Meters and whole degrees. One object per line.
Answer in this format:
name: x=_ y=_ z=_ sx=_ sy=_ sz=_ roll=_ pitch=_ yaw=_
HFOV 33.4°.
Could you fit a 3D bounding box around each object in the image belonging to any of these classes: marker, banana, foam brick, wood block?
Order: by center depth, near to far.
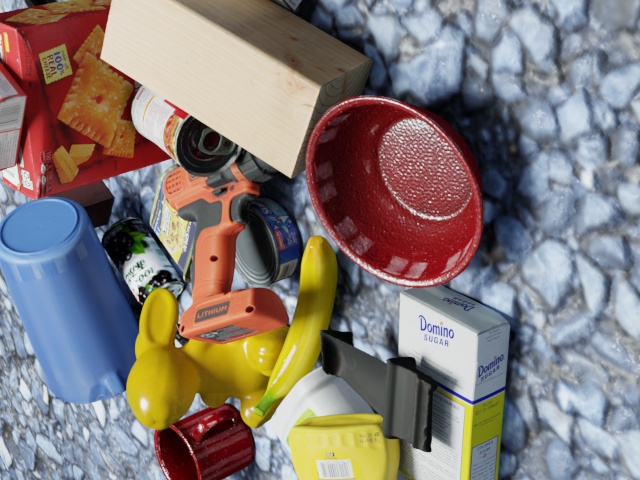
wood block: x=-0.073 y=-0.153 z=0.899 sx=0.206 sy=0.090 sz=0.091 roll=32 pitch=127 yaw=16
banana: x=-0.013 y=0.076 z=1.004 sx=0.037 sy=0.069 sz=0.198 roll=22 pitch=115 yaw=12
marker: x=-0.176 y=0.111 z=1.266 sx=0.121 sy=0.020 sz=0.020 roll=41 pitch=135 yaw=34
foam brick: x=-0.302 y=-0.043 z=1.306 sx=0.053 sy=0.078 sz=0.051 roll=51 pitch=138 yaw=24

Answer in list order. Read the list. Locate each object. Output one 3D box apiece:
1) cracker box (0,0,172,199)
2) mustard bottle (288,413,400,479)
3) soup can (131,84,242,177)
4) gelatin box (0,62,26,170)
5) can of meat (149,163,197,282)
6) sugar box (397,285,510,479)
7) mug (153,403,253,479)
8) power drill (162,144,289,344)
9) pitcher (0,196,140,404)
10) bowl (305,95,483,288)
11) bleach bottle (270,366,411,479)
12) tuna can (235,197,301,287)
cracker box: x=-0.201 y=-0.147 z=1.014 sx=0.072 sy=0.213 sz=0.164 roll=27 pitch=127 yaw=41
mustard bottle: x=0.032 y=0.251 z=0.939 sx=0.096 sy=0.058 sz=0.191 roll=-7 pitch=95 yaw=25
soup can: x=-0.123 y=-0.106 z=0.974 sx=0.102 sy=0.068 sz=0.068 roll=37 pitch=133 yaw=49
gelatin box: x=-0.293 y=-0.115 z=0.939 sx=0.073 sy=0.030 sz=0.089 roll=49 pitch=138 yaw=24
can of meat: x=-0.133 y=-0.021 z=1.118 sx=0.084 sy=0.057 sz=0.102 roll=51 pitch=140 yaw=26
sugar box: x=0.108 y=0.131 z=0.891 sx=0.093 sy=0.048 sz=0.176 roll=29 pitch=124 yaw=46
mug: x=-0.127 y=0.227 z=1.206 sx=0.093 sy=0.081 sz=0.117 roll=49 pitch=139 yaw=26
power drill: x=-0.071 y=-0.008 z=0.979 sx=0.185 sy=0.057 sz=0.187 roll=-21 pitch=62 yaw=39
pitcher: x=-0.298 y=0.063 z=1.252 sx=0.149 sy=0.145 sz=0.243 roll=5 pitch=136 yaw=15
bowl: x=0.068 y=-0.046 z=0.834 sx=0.162 sy=0.055 sz=0.162 roll=22 pitch=129 yaw=30
bleach bottle: x=0.057 y=0.239 z=0.995 sx=0.251 sy=0.067 sz=0.103 roll=51 pitch=136 yaw=19
tuna can: x=-0.057 y=0.001 z=1.050 sx=0.086 sy=0.033 sz=0.086 roll=26 pitch=126 yaw=43
